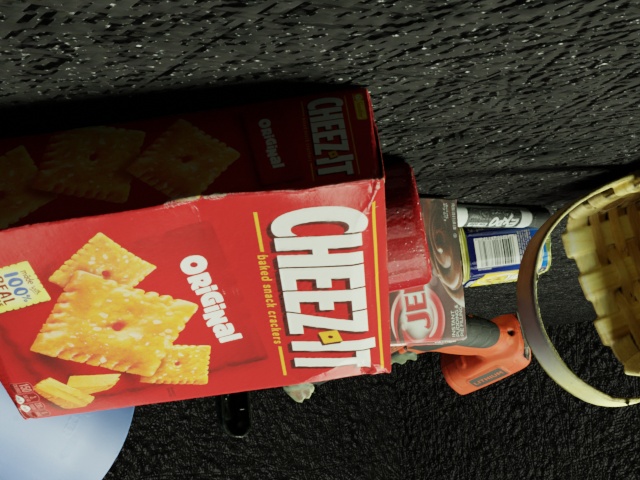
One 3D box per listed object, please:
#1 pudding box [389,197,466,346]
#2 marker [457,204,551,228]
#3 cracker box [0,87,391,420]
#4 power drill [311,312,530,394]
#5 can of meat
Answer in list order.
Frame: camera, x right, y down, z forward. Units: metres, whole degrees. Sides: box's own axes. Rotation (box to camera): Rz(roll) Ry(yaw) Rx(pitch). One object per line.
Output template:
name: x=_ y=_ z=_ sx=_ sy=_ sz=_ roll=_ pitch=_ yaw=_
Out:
pudding box: x=0.064 y=0.023 z=0.809 sx=0.089 sy=0.113 sz=0.039 roll=1 pitch=171 yaw=-39
marker: x=0.150 y=-0.020 z=0.895 sx=0.120 sy=0.020 sz=0.020 roll=1 pitch=170 yaw=-36
cracker box: x=-0.073 y=0.016 z=0.553 sx=0.213 sy=0.072 sz=0.164 roll=-7 pitch=140 yaw=0
power drill: x=0.093 y=0.102 z=1.014 sx=0.187 sy=0.057 sz=0.185 roll=15 pitch=146 yaw=-39
can of meat: x=0.160 y=0.012 z=0.990 sx=0.084 sy=0.057 sz=0.102 roll=-6 pitch=171 yaw=-6
